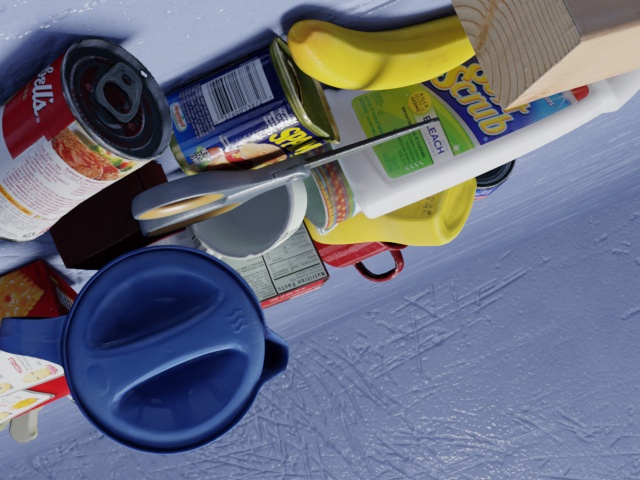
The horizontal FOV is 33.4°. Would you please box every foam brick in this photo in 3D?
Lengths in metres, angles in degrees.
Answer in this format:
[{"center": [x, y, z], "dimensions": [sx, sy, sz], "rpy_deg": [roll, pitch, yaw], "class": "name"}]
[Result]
[{"center": [-0.146, -0.018, 0.751], "dimensions": [0.078, 0.053, 0.051], "rpy_deg": [-25, 171, 13], "class": "foam brick"}]

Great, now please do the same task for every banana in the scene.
[{"center": [0.045, -0.125, 0.682], "dimensions": [0.197, 0.037, 0.070], "rpy_deg": [-18, 151, -38], "class": "banana"}]

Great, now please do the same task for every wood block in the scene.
[{"center": [0.196, -0.163, 0.666], "dimensions": [0.205, 0.090, 0.091], "rpy_deg": [-19, 170, -25], "class": "wood block"}]

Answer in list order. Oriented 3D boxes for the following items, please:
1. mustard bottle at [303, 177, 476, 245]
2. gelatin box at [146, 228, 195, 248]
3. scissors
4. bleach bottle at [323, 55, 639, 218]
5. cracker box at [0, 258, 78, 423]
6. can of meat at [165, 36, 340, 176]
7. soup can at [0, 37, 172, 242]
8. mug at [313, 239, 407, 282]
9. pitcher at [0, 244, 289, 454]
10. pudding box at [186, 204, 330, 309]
[{"center": [0.039, -0.036, 0.972], "dimensions": [0.192, 0.058, 0.096], "rpy_deg": [0, -139, 32], "class": "mustard bottle"}, {"center": [-0.147, 0.018, 1.030], "dimensions": [0.089, 0.030, 0.073], "rpy_deg": [-24, 170, -3], "class": "gelatin box"}, {"center": [-0.030, -0.043, 0.652], "dimensions": [0.202, 0.016, 0.096], "rpy_deg": [-21, 172, 17], "class": "scissors"}, {"center": [0.127, -0.109, 0.760], "dimensions": [0.251, 0.102, 0.068], "rpy_deg": [-25, 174, 5], "class": "bleach bottle"}, {"center": [-0.306, 0.109, 0.947], "dimensions": [0.213, 0.072, 0.164], "rpy_deg": [-23, 157, -1], "class": "cracker box"}, {"center": [-0.043, -0.076, 0.666], "dimensions": [0.084, 0.057, 0.102], "rpy_deg": [-23, 171, 11], "class": "can of meat"}, {"center": [-0.135, -0.049, 0.548], "dimensions": [0.102, 0.068, 0.068], "rpy_deg": [-29, 170, 32], "class": "soup can"}, {"center": [0.043, -0.011, 1.090], "dimensions": [0.082, 0.117, 0.093], "rpy_deg": [-25, -173, 39], "class": "mug"}, {"center": [-0.135, 0.071, 0.785], "dimensions": [0.145, 0.149, 0.243], "rpy_deg": [-42, -172, -12], "class": "pitcher"}, {"center": [-0.056, 0.001, 0.896], "dimensions": [0.089, 0.113, 0.039], "rpy_deg": [-19, 169, -27], "class": "pudding box"}]
